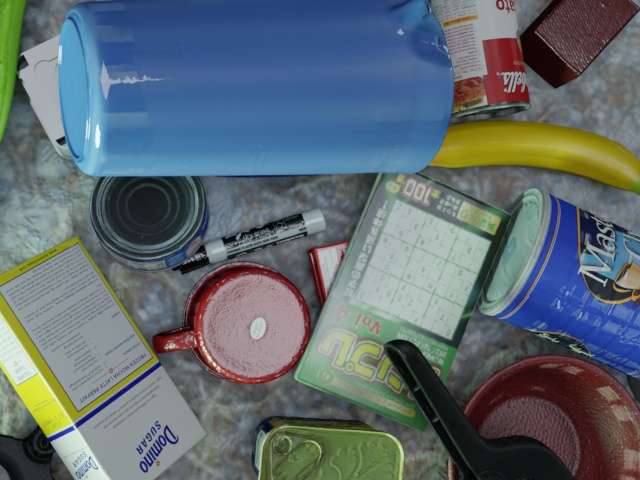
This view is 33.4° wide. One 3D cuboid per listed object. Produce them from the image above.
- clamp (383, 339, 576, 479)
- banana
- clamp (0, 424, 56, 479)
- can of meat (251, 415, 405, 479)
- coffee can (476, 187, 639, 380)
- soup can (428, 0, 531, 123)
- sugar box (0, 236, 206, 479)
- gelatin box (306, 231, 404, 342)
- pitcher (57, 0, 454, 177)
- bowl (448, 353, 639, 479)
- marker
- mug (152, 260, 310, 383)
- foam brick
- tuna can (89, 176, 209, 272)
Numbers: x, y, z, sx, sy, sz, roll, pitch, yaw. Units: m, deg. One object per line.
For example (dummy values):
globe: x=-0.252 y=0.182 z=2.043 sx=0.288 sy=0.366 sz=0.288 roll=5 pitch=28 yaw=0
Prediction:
clamp: x=0.109 y=0.165 z=0.745 sx=0.209 sy=0.036 sz=0.164 roll=14 pitch=85 yaw=-20
banana: x=0.167 y=-0.068 z=0.825 sx=0.197 sy=0.069 sz=0.037 roll=8 pitch=116 yaw=-5
clamp: x=-0.210 y=0.147 z=0.765 sx=0.120 sy=0.039 sz=0.171 roll=-39 pitch=93 yaw=-12
can of meat: x=0.002 y=0.159 z=0.778 sx=0.102 sy=0.084 sz=0.057 roll=5 pitch=87 yaw=-9
coffee can: x=0.203 y=0.034 z=0.806 sx=0.140 sy=0.103 sz=0.103 roll=23 pitch=84 yaw=-8
soup can: x=0.119 y=-0.146 z=0.817 sx=0.068 sy=0.068 sz=0.102 roll=-9 pitch=89 yaw=-10
sugar box: x=-0.165 y=0.092 z=0.753 sx=0.093 sy=0.048 sz=0.176 roll=-35 pitch=96 yaw=-49
gelatin box: x=0.040 y=0.032 z=0.817 sx=0.089 sy=0.030 sz=0.073 roll=-13 pitch=91 yaw=-10
pitcher: x=-0.047 y=-0.098 z=0.716 sx=0.242 sy=0.145 sz=0.149 roll=-5 pitch=109 yaw=-23
bowl: x=0.168 y=0.166 z=0.818 sx=0.162 sy=0.055 sz=0.162 roll=1 pitch=87 yaw=-10
marker: x=-0.055 y=0.001 z=0.808 sx=0.121 sy=0.020 sz=0.020 roll=-18 pitch=91 yaw=-9
mug: x=-0.064 y=0.062 z=0.772 sx=0.117 sy=0.081 sz=0.093 roll=-9 pitch=89 yaw=-10
foam brick: x=0.200 y=-0.167 z=0.839 sx=0.051 sy=0.053 sz=0.078 roll=44 pitch=82 yaw=-5
tuna can: x=-0.125 y=-0.022 z=0.779 sx=0.086 sy=0.034 sz=0.086 roll=1 pitch=74 yaw=-2
